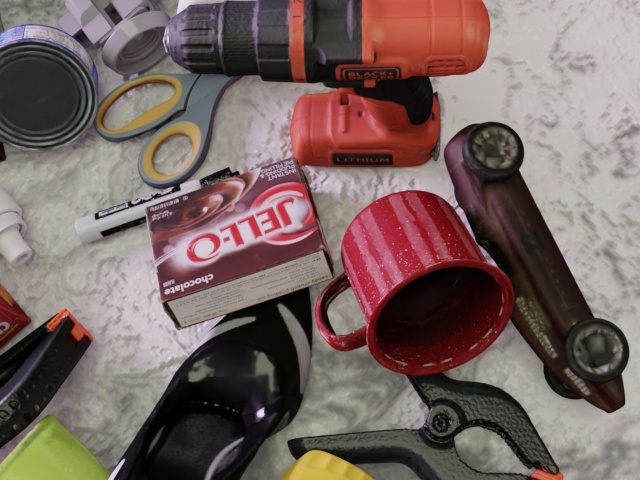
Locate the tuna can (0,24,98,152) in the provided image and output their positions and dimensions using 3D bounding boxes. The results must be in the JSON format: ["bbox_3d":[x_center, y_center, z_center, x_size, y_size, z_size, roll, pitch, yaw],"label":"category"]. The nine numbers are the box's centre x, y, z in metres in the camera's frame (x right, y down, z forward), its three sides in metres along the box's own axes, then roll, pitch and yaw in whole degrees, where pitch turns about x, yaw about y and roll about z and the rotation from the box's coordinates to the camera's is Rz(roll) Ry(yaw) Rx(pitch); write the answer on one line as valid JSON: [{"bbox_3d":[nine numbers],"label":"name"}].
[{"bbox_3d":[-0.199,-0.107,0.749,0.086,0.086,0.034,-18,35,2],"label":"tuna can"}]

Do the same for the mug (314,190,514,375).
[{"bbox_3d":[0.051,0.028,0.662,0.117,0.093,0.081,-28,42,4],"label":"mug"}]

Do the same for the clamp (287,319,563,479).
[{"bbox_3d":[0.067,0.125,0.682,0.172,0.039,0.120,34,84,18],"label":"clamp"}]

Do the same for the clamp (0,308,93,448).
[{"bbox_3d":[-0.237,0.127,0.694,0.209,0.165,0.036,-49,115,-25],"label":"clamp"}]

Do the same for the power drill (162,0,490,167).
[{"bbox_3d":[0.008,-0.098,0.669,0.184,0.187,0.057,1,78,5],"label":"power drill"}]

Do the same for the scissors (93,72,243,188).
[{"bbox_3d":[-0.064,-0.104,0.768,0.202,0.016,0.096,-21,76,1],"label":"scissors"}]

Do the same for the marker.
[{"bbox_3d":[-0.113,-0.025,0.751,0.121,0.020,0.020,-19,75,2],"label":"marker"}]

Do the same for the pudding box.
[{"bbox_3d":[-0.055,0.001,0.711,0.113,0.039,0.090,-20,46,3],"label":"pudding box"}]
